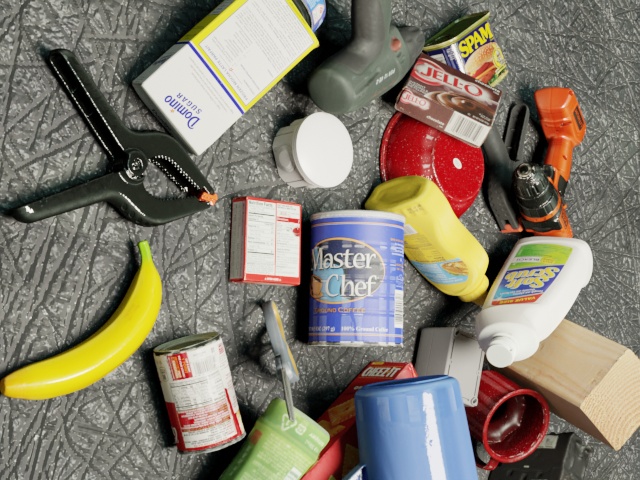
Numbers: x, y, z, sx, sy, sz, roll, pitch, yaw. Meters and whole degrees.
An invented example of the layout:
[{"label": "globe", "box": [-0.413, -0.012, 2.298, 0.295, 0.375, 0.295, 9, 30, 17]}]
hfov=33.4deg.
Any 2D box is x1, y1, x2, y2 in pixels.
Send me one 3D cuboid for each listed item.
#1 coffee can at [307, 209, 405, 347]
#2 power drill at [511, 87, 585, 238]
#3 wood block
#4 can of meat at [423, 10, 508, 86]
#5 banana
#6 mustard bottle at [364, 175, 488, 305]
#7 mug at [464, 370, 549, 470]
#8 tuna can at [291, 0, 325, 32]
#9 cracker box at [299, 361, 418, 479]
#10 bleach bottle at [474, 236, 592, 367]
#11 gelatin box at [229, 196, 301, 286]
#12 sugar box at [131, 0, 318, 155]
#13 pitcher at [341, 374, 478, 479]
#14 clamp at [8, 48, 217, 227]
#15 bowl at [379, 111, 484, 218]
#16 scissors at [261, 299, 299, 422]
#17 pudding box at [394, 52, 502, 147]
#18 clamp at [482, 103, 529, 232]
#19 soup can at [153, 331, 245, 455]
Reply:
[{"label": "coffee can", "box": [0.039, 0.043, 1.144, 0.102, 0.103, 0.140, 7, 82, -41]}, {"label": "power drill", "box": [0.292, -0.101, 1.372, 0.184, 0.057, 0.187, 53, 47, -54]}, {"label": "wood block", "box": [0.292, 0.154, 1.272, 0.090, 0.206, 0.090, -48, 118, -8]}, {"label": "can of meat", "box": [0.181, -0.225, 1.327, 0.101, 0.058, 0.084, -39, 114, -36]}, {"label": "banana", "box": [-0.204, 0.088, 0.975, 0.069, 0.037, 0.197, 45, 56, -8]}, {"label": "mustard bottle", "box": [0.140, 0.009, 1.239, 0.191, 0.096, 0.058, 49, 57, -28]}, {"label": "mug", "box": [0.209, 0.217, 1.279, 0.093, 0.082, 0.117, 12, 101, -28]}, {"label": "tuna can", "box": [-0.038, -0.247, 1.117, 0.086, 0.086, 0.033, 52, 54, -24]}, {"label": "cracker box", "box": [0.052, 0.258, 1.155, 0.213, 0.072, 0.164, -41, 112, -37]}, {"label": "bleach bottle", "box": [0.246, 0.074, 1.245, 0.250, 0.103, 0.068, -47, 136, -57]}, {"label": "gelatin box", "box": [-0.057, 0.001, 1.113, 0.073, 0.030, 0.089, 6, 82, -39]}, {"label": "sugar box", "box": [-0.093, -0.176, 1.059, 0.176, 0.048, 0.093, -43, 115, -13]}, {"label": "pitcher", "box": [0.091, 0.262, 1.064, 0.149, 0.145, 0.243, 0, 81, -59]}, {"label": "clamp", "box": [-0.185, -0.079, 1.004, 0.209, 0.036, 0.164, 14, 77, -41]}, {"label": "bowl", "box": [0.147, -0.090, 1.283, 0.161, 0.055, 0.162, 5, 83, -40]}, {"label": "scissors", "box": [-0.031, 0.137, 1.050, 0.016, 0.202, 0.096, -19, 126, 1]}, {"label": "pudding box", "box": [0.151, -0.166, 1.255, 0.113, 0.039, 0.090, 27, 41, -1]}, {"label": "clamp", "box": [0.245, -0.099, 1.381, 0.120, 0.039, 0.171, -22, 108, -43]}, {"label": "soup can", "box": [-0.116, 0.145, 1.022, 0.068, 0.069, 0.102, -18, 97, -41]}]
